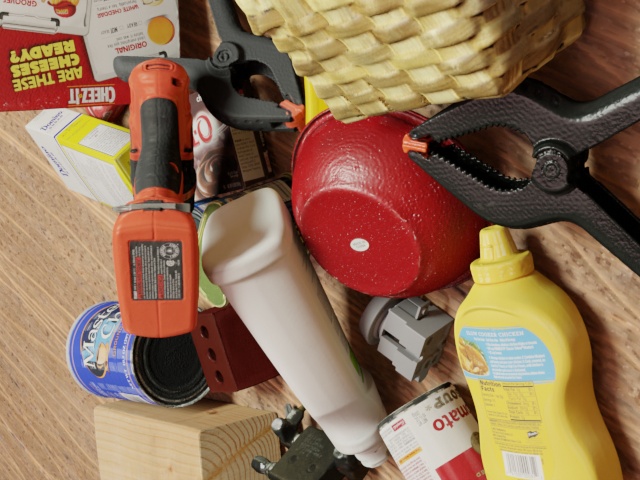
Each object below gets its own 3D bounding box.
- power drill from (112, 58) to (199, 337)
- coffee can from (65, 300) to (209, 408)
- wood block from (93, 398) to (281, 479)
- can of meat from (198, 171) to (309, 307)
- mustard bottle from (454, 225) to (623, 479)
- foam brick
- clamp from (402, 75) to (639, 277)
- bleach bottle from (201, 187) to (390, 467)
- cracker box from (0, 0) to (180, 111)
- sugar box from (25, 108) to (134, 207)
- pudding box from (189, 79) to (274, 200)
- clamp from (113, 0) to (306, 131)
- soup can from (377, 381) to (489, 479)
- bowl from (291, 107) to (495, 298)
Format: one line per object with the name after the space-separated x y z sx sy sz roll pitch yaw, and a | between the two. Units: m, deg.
-0.120 -0.016 0.795 0.187 0.057 0.184 -101 10 -52 | power drill
-0.179 0.112 1.075 0.141 0.102 0.103 -4 103 51 | coffee can
-0.137 0.211 1.069 0.207 0.090 0.090 -1 95 51 | wood block
-0.056 0.001 0.888 0.057 0.083 0.102 46 137 28 | can of meat
0.137 0.083 0.710 0.096 0.058 0.191 -5 103 52 | mustard bottle
-0.081 0.097 0.990 0.053 0.051 0.078 -13 97 53 | foam brick
0.148 -0.055 0.624 0.210 0.036 0.165 19 119 28 | clamp
-0.005 0.085 0.824 0.102 0.068 0.250 -99 -17 -61 | bleach bottle
-0.205 -0.220 0.881 0.072 0.164 0.214 -152 59 -61 | cracker box
-0.213 -0.076 1.054 0.176 0.048 0.093 24 151 45 | sugar box
-0.093 -0.085 0.931 0.114 0.039 0.090 -9 98 51 | pudding box
-0.083 -0.134 0.850 0.172 0.120 0.039 47 -179 25 | clamp
0.096 0.165 0.791 0.102 0.068 0.069 59 141 15 | soup can
0.039 -0.014 0.741 0.162 0.055 0.162 19 135 21 | bowl
